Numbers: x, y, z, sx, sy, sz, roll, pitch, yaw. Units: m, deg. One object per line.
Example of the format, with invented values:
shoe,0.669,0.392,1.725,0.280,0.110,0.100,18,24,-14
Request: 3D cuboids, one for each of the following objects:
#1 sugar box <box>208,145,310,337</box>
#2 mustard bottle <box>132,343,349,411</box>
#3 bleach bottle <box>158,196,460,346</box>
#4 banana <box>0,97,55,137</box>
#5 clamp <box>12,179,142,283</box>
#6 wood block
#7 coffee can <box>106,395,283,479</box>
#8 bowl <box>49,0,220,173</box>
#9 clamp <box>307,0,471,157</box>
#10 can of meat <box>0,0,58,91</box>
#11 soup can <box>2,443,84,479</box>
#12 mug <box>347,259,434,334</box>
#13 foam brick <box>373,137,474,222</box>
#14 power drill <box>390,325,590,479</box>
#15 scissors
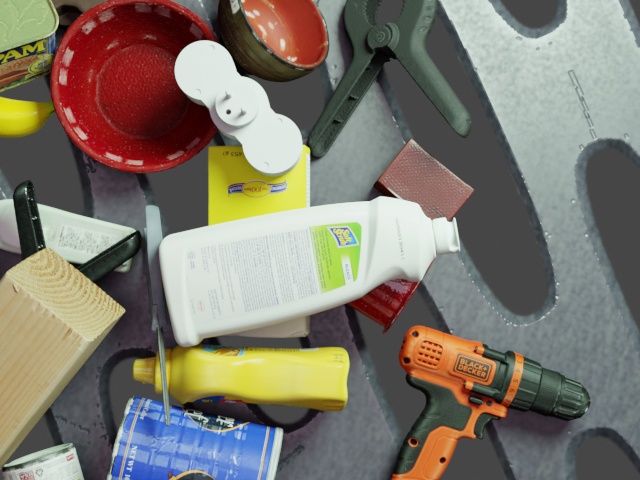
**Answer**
sugar box,-0.056,0.001,0.987,0.093,0.048,0.176,-1,88,6
mustard bottle,-0.072,0.121,0.964,0.191,0.096,0.058,3,87,-3
bleach bottle,-0.006,0.023,0.914,0.251,0.068,0.102,-9,98,8
banana,-0.335,-0.146,0.994,0.198,0.037,0.069,28,68,-3
clamp,-0.234,0.040,0.966,0.120,0.039,0.171,19,109,4
wood block,-0.274,0.118,0.924,0.091,0.090,0.206,40,107,-2
coffee can,-0.112,0.204,0.955,0.140,0.103,0.103,13,87,-2
bowl,-0.165,-0.141,0.987,0.162,0.055,0.162,0,90,-7
clamp,0.072,-0.179,0.986,0.165,0.036,0.210,3,81,31
can of meat,-0.286,-0.175,0.948,0.102,0.084,0.057,-23,79,-19
soup can,-0.242,0.243,0.965,0.068,0.068,0.102,-17,88,-4
mug,0.055,0.018,0.985,0.081,0.093,0.117,33,55,3
foam brick,0.096,-0.050,1.002,0.078,0.051,0.053,40,87,-1
power drill,0.142,0.189,0.993,0.184,0.057,0.187,19,84,2
scissors,-0.141,0.052,0.927,0.016,0.096,0.202,-4,45,-11
